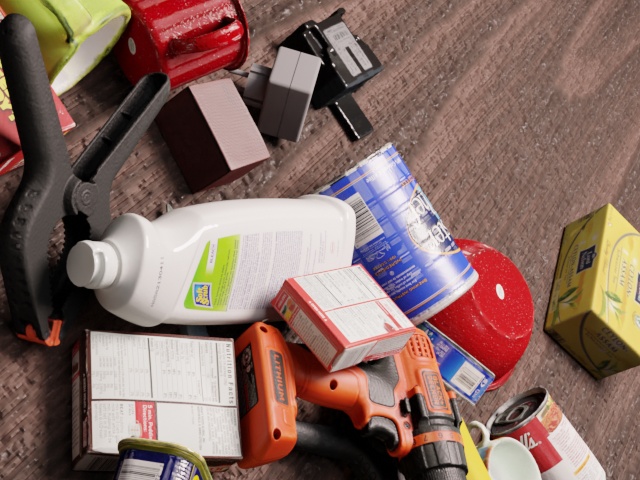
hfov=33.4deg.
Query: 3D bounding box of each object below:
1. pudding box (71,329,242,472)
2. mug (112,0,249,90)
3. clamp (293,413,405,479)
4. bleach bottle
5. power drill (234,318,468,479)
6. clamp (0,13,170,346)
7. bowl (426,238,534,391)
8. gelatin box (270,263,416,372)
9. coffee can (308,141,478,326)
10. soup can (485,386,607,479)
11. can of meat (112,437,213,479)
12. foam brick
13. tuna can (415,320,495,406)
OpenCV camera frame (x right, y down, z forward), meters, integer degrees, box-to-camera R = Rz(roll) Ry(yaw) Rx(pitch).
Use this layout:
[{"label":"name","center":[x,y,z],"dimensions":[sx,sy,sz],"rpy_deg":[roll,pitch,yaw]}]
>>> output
[{"label":"pudding box","center":[-0.112,0.111,0.733],"dimensions":[0.113,0.039,0.090],"rpy_deg":[8,60,-28]},{"label":"mug","center":[-0.109,-0.163,0.845],"dimensions":[0.081,0.117,0.093],"rpy_deg":[-29,122,-29]},{"label":"clamp","center":[0.039,0.152,0.872],"dimensions":[0.171,0.039,0.120],"rpy_deg":[39,48,-21]},{"label":"bleach bottle","center":[-0.075,0.011,0.779],"dimensions":[0.250,0.068,0.102],"rpy_deg":[3,97,-52]},{"label":"power drill","center":[0.025,0.139,0.795],"dimensions":[0.187,0.057,0.184],"rpy_deg":[14,45,-31]},{"label":"clamp","center":[-0.173,-0.038,0.703],"dimensions":[0.164,0.036,0.210],"rpy_deg":[26,76,-61]},{"label":"bowl","center":[0.154,0.060,1.024],"dimensions":[0.161,0.055,0.162],"rpy_deg":[23,52,-33]},{"label":"gelatin box","center":[0.018,0.057,0.797],"dimensions":[0.089,0.030,0.073],"rpy_deg":[-9,48,-48]},{"label":"coffee can","center":[0.057,0.000,0.927],"dimensions":[0.140,0.103,0.102],"rpy_deg":[57,42,-2]},{"label":"soup can","center":[0.210,0.196,0.989],"dimensions":[0.102,0.069,0.068],"rpy_deg":[54,42,-7]},{"label":"can of meat","center":[-0.105,0.185,0.670],"dimensions":[0.102,0.057,0.084],"rpy_deg":[81,18,-52]},{"label":"foam brick","center":[-0.089,-0.086,0.875],"dimensions":[0.052,0.051,0.078],"rpy_deg":[-22,84,-49]},{"label":"tuna can","center":[0.110,0.105,0.932],"dimensions":[0.086,0.086,0.034],"rpy_deg":[39,89,-22]}]
